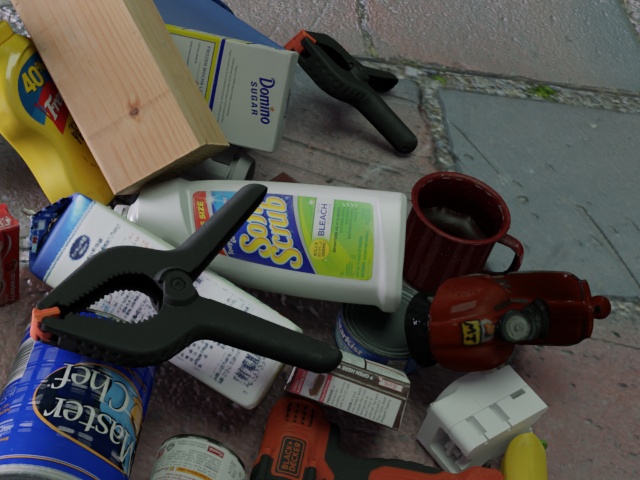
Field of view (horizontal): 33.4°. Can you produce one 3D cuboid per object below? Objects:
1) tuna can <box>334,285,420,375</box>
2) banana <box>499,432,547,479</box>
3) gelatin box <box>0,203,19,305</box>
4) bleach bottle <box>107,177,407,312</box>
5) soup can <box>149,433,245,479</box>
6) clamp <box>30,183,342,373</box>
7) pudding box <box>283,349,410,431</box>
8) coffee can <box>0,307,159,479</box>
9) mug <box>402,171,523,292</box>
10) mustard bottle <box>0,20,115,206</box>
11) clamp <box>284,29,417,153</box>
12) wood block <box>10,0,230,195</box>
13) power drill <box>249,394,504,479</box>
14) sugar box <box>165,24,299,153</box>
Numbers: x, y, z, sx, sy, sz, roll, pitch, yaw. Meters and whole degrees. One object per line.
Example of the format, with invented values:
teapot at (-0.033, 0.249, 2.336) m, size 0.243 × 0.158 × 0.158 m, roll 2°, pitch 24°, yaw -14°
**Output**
tuna can at (0.056, 0.076, 0.916) m, size 0.086 × 0.034 × 0.086 m, roll 9°, pitch 44°, yaw -9°
banana at (0.163, 0.216, 0.793) m, size 0.069 × 0.037 × 0.197 m, roll 32°, pitch 39°, yaw -27°
gelatin box at (-0.272, 0.021, 0.828) m, size 0.073 × 0.089 × 0.030 m, roll -22°, pitch 55°, yaw -34°
bleach bottle at (-0.056, 0.001, 0.891) m, size 0.251 × 0.068 × 0.102 m, roll 3°, pitch 78°, yaw 4°
soup can at (-0.096, 0.192, 0.728) m, size 0.068 × 0.069 × 0.102 m, roll 18°, pitch 43°, yaw 1°
clamp at (-0.094, 0.046, 0.749) m, size 0.209 × 0.036 × 0.165 m, roll -17°, pitch 61°, yaw -29°
pudding box at (0.022, 0.109, 0.826) m, size 0.090 × 0.113 × 0.039 m, roll 18°, pitch 88°, yaw 2°
coffee can at (-0.176, 0.132, 0.738) m, size 0.102 × 0.103 × 0.140 m, roll 13°, pitch 44°, yaw -5°
mug at (0.128, 0.002, 0.978) m, size 0.117 × 0.082 × 0.093 m, roll 21°, pitch 44°, yaw 4°
mustard bottle at (-0.241, -0.114, 0.913) m, size 0.191 × 0.058 × 0.096 m, roll 57°, pitch 30°, yaw -23°
clamp at (0.036, -0.157, 1.100) m, size 0.171 × 0.039 × 0.120 m, roll 20°, pitch 34°, yaw -41°
wood block at (-0.173, -0.150, 0.906) m, size 0.206 × 0.091 × 0.090 m, roll 62°, pitch 10°, yaw 1°
power drill at (0.035, 0.205, 0.763) m, size 0.187 × 0.057 × 0.184 m, roll 16°, pitch 44°, yaw -2°
sugar box at (-0.114, -0.144, 0.970) m, size 0.176 × 0.093 × 0.048 m, roll 14°, pitch 13°, yaw 5°
